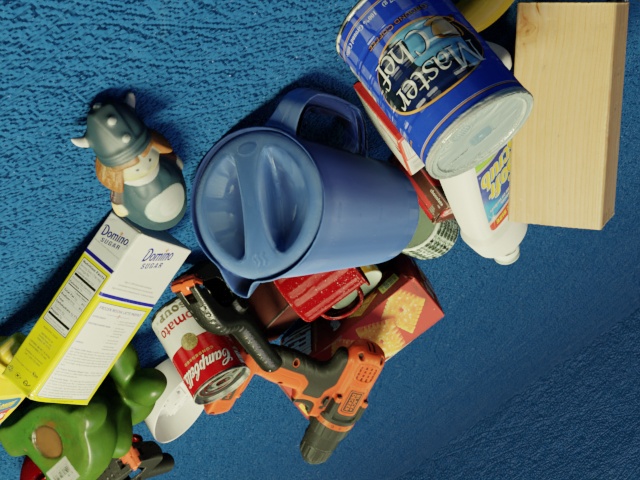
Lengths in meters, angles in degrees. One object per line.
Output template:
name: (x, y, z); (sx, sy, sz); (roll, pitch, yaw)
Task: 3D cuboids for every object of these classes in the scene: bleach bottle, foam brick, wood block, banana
bleach bottle: (0.167, -0.073, 1.073); (0.102, 0.068, 0.250); (-45, 136, -19)
foam brick: (-0.057, 0.076, 1.239); (0.078, 0.051, 0.052); (-46, 157, 27)
wood block: (0.236, -0.122, 1.017); (0.090, 0.091, 0.206); (-27, 120, -63)
banana: (0.154, -0.236, 0.903); (0.069, 0.037, 0.198); (-20, 155, -35)

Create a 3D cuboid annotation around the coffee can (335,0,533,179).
coffee can: (0.093, -0.136, 0.881); (0.102, 0.140, 0.103); (-30, 158, -13)

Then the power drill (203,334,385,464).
power drill: (-0.038, 0.178, 1.237); (0.187, 0.057, 0.185); (14, 118, -23)

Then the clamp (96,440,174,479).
clamp: (-0.244, 0.286, 1.270); (0.164, 0.036, 0.210); (-30, 167, -19)

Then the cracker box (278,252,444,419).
cracker box: (0.046, 0.112, 1.357); (0.214, 0.072, 0.164); (-38, -170, 8)

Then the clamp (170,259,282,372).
clamp: (-0.094, 0.058, 1.116); (0.039, 0.120, 0.171); (-24, 143, 18)

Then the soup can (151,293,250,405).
soup can: (-0.129, 0.114, 1.140); (0.068, 0.102, 0.068); (-28, 157, -13)

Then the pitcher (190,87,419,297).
pitcher: (0.002, -0.040, 0.995); (0.149, 0.145, 0.242); (-31, 166, 25)

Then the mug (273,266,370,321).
mug: (0.001, 0.042, 1.174); (0.081, 0.093, 0.117); (-37, 124, 4)

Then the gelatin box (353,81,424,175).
gelatin box: (0.070, -0.110, 0.997); (0.030, 0.073, 0.089); (-35, 158, 0)

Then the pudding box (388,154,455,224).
pudding box: (0.142, -0.071, 1.164); (0.113, 0.090, 0.039); (-15, 154, -43)

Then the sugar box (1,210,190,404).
sugar box: (-0.197, 0.062, 0.948); (0.176, 0.048, 0.093); (-57, 157, 3)
